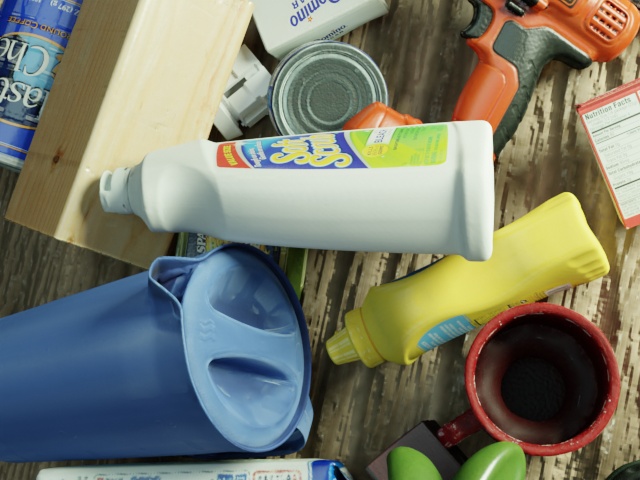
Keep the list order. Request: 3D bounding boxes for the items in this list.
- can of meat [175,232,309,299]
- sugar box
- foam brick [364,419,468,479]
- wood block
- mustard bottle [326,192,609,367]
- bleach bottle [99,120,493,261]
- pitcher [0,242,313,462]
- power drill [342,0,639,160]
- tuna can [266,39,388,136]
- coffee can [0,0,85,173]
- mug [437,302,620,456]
[{"bbox_3d":[-0.055,0.001,0.780,0.084,0.057,0.102,5,82,17],"label":"can of meat"},{"bbox_3d":[-0.024,-0.231,0.796,0.093,0.048,0.176,-23,81,14],"label":"sugar box"},{"bbox_3d":[0.078,0.164,0.713,0.051,0.053,0.078,-44,72,7],"label":"foam brick"},{"bbox_3d":[-0.137,-0.093,0.766,0.091,0.090,0.206,15,85,49],"label":"wood block"},{"bbox_3d":[0.091,0.035,0.705,0.192,0.096,0.058,-27,77,12],"label":"mustard bottle"},{"bbox_3d":[-0.019,-0.031,0.671,0.251,0.102,0.068,-1,117,11],"label":"bleach bottle"},{"bbox_3d":[-0.131,0.096,0.740,0.243,0.144,0.149,-14,87,32],"label":"pitcher"},{"bbox_3d":[0.096,-0.130,0.724,0.184,0.057,0.188,34,97,-4],"label":"power drill"},{"bbox_3d":[0.005,-0.101,0.768,0.086,0.034,0.086,-1,101,-6],"label":"tuna can"},{"bbox_3d":[-0.213,-0.120,0.826,0.103,0.102,0.140,17,87,20],"label":"coffee can"},{"bbox_3d":[0.127,0.099,0.681,0.117,0.081,0.093,-33,76,-3],"label":"mug"}]
